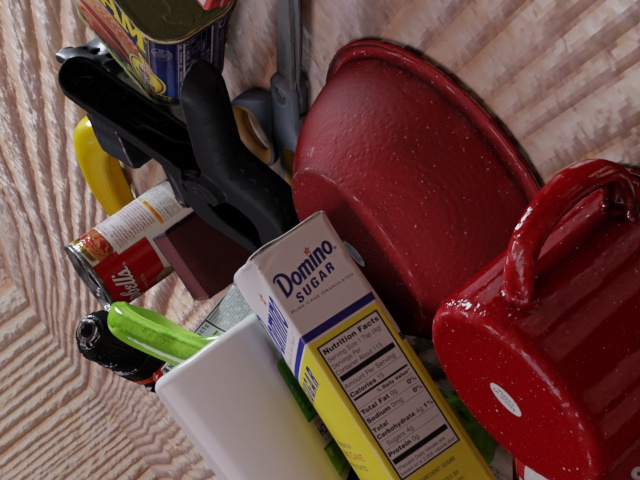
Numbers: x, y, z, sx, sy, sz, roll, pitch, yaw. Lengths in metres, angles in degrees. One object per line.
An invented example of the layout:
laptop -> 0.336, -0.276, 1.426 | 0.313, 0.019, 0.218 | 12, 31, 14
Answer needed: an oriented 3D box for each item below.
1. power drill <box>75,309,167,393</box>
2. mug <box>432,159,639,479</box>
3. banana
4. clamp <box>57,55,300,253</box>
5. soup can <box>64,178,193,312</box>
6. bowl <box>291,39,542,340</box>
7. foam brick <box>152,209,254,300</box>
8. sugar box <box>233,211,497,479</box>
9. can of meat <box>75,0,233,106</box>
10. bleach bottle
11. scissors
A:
power drill -> -0.092, 0.130, 0.841 | 0.188, 0.057, 0.184 | 41, -175, 29
mug -> 0.092, 0.025, 0.375 | 0.093, 0.081, 0.117 | 36, 154, 42
banana -> -0.189, -0.065, 0.947 | 0.070, 0.037, 0.198 | 51, 161, 10
clamp -> -0.056, -0.043, 0.584 | 0.171, 0.039, 0.120 | 42, 162, -33
soup can -> -0.146, 0.004, 0.865 | 0.068, 0.102, 0.068 | 46, 160, 22
bowl -> 0.036, -0.009, 0.491 | 0.162, 0.055, 0.162 | 46, 160, 22
foam brick -> -0.061, -0.004, 0.692 | 0.051, 0.078, 0.053 | 55, 163, -6
sugar box -> 0.025, 0.076, 0.485 | 0.176, 0.048, 0.093 | 54, 168, 2
can of meat -> -0.094, -0.132, 0.582 | 0.102, 0.057, 0.084 | 50, 163, 10
bleach bottle -> 0.016, 0.155, 0.556 | 0.251, 0.068, 0.102 | 55, -169, 1
scissors -> -0.028, -0.085, 0.569 | 0.096, 0.016, 0.202 | 40, 157, 34
